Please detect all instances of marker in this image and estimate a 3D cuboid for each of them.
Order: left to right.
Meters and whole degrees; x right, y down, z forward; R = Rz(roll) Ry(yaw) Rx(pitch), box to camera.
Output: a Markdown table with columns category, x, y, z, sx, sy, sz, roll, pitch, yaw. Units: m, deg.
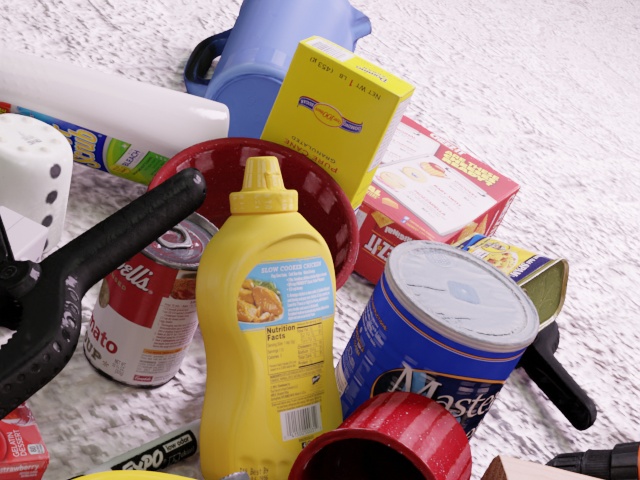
| category | x | y | z | sx | sy | sz | roll | pitch | yaw |
| --- | --- | --- | --- | --- | --- | --- | --- | --- | --- |
| marker | -0.109 | 0.130 | 0.613 | 0.020 | 0.020 | 0.120 | 39 | 32 | 25 |

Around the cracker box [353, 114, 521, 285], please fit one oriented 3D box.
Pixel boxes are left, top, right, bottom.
| category | x | y | z | sx | sy | sz | roll | pitch | yaw |
| --- | --- | --- | --- | --- | --- | --- | --- | --- | --- |
| cracker box | 0.068 | -0.040 | 0.978 | 0.164 | 0.072 | 0.213 | 34 | 29 | 16 |

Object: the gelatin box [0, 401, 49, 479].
| category | x | y | z | sx | sy | sz | roll | pitch | yaw |
| --- | --- | --- | --- | --- | --- | --- | --- | --- | --- |
| gelatin box | -0.197 | 0.101 | 0.585 | 0.073 | 0.030 | 0.089 | 2 | 35 | -34 |

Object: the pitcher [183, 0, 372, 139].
| category | x | y | z | sx | sy | sz | roll | pitch | yaw |
| --- | --- | --- | --- | --- | --- | --- | --- | --- | --- |
| pitcher | -0.050 | -0.168 | 1.061 | 0.145 | 0.149 | 0.242 | 35 | 30 | -12 |

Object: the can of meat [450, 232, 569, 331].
| category | x | y | z | sx | sy | sz | roll | pitch | yaw |
| --- | --- | --- | --- | --- | --- | --- | --- | --- | --- |
| can of meat | 0.135 | 0.039 | 0.849 | 0.084 | 0.057 | 0.101 | 21 | 33 | 36 |

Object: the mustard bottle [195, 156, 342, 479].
| category | x | y | z | sx | sy | sz | roll | pitch | yaw |
| --- | --- | --- | --- | --- | --- | --- | --- | --- | --- |
| mustard bottle | -0.031 | 0.046 | 0.641 | 0.096 | 0.191 | 0.058 | -5 | 5 | -44 |

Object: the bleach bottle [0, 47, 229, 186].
| category | x | y | z | sx | sy | sz | roll | pitch | yaw |
| --- | --- | --- | --- | --- | --- | --- | --- | --- | --- |
| bleach bottle | -0.202 | -0.099 | 0.821 | 0.250 | 0.103 | 0.068 | 14 | 68 | -25 |

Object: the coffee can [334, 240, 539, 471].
| category | x | y | z | sx | sy | sz | roll | pitch | yaw |
| --- | --- | --- | --- | --- | --- | --- | --- | --- | --- |
| coffee can | 0.064 | 0.086 | 0.691 | 0.102 | 0.140 | 0.103 | 18 | 29 | -11 |

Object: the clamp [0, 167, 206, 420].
| category | x | y | z | sx | sy | sz | roll | pitch | yaw |
| --- | --- | --- | --- | --- | --- | --- | --- | --- | --- |
| clamp | -0.176 | 0.026 | 0.603 | 0.165 | 0.036 | 0.209 | 7 | 47 | 23 |

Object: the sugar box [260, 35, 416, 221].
| category | x | y | z | sx | sy | sz | roll | pitch | yaw |
| --- | --- | --- | --- | --- | --- | --- | --- | --- | --- |
| sugar box | -0.004 | -0.064 | 0.852 | 0.093 | 0.176 | 0.048 | 30 | 27 | 12 |

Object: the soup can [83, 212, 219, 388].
| category | x | y | z | sx | sy | sz | roll | pitch | yaw |
| --- | --- | --- | --- | --- | --- | --- | --- | --- | --- |
| soup can | -0.108 | 0.036 | 0.685 | 0.068 | 0.102 | 0.068 | 18 | 29 | -11 |

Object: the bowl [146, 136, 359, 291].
| category | x | y | z | sx | sy | sz | roll | pitch | yaw |
| --- | --- | --- | --- | --- | --- | --- | --- | --- | --- |
| bowl | -0.055 | 0.001 | 0.800 | 0.162 | 0.055 | 0.162 | 8 | 54 | -11 |

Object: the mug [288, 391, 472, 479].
| category | x | y | z | sx | sy | sz | roll | pitch | yaw |
| --- | --- | --- | --- | --- | --- | --- | --- | --- | --- |
| mug | 0.045 | 0.146 | 0.609 | 0.117 | 0.093 | 0.081 | 59 | 26 | 1 |

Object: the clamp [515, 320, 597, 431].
| category | x | y | z | sx | sy | sz | roll | pitch | yaw |
| --- | --- | --- | --- | --- | --- | --- | --- | --- | --- |
| clamp | 0.167 | 0.090 | 0.867 | 0.120 | 0.039 | 0.171 | 25 | 32 | 2 |
